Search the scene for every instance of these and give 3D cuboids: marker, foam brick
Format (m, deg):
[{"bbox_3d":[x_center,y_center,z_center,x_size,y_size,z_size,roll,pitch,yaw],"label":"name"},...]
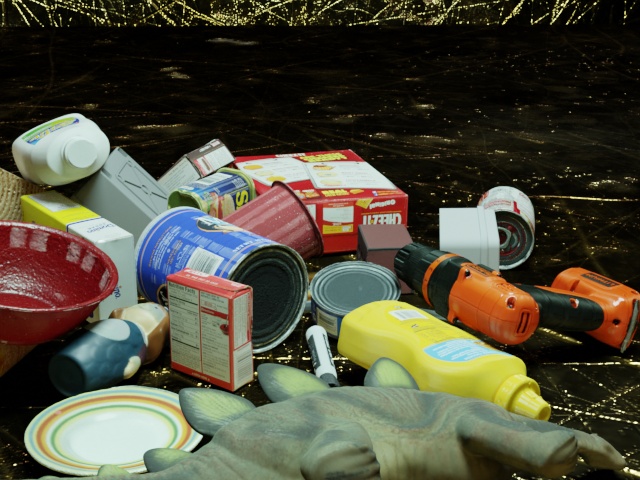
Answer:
[{"bbox_3d":[0.002,0.106,0.917,0.020,0.020,0.121,-2,19,-6],"label":"marker"},{"bbox_3d":[0.067,0.019,1.117,0.051,0.053,0.078,-1,19,-5],"label":"foam brick"}]

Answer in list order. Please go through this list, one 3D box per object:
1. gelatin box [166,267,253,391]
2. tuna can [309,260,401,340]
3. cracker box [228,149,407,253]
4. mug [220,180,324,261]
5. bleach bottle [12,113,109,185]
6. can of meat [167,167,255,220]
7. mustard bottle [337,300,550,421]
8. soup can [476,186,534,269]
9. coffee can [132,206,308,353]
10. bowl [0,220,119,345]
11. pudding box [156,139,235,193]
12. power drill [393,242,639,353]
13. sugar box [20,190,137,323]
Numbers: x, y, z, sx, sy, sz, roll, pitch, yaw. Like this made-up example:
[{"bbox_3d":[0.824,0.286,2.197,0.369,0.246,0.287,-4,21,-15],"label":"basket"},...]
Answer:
[{"bbox_3d":[-0.092,0.074,0.900,0.073,0.089,0.030,14,24,34],"label":"gelatin box"},{"bbox_3d":[0.033,0.057,1.004,0.086,0.034,0.086,-1,34,0],"label":"tuna can"},{"bbox_3d":[-0.008,-0.048,1.280,0.164,0.072,0.214,-5,19,-16],"label":"cracker box"},{"bbox_3d":[-0.057,0.001,1.110,0.081,0.093,0.117,-32,-11,-18],"label":"mug"},{"bbox_3d":[-0.268,-0.097,1.145,0.102,0.068,0.251,-26,13,-18],"label":"bleach bottle"},{"bbox_3d":[-0.117,-0.018,1.147,0.058,0.102,0.083,13,25,35],"label":"can of meat"},{"bbox_3d":[0.107,0.104,0.863,0.096,0.058,0.192,2,14,-40],"label":"mustard bottle"},{"bbox_3d":[0.205,-0.016,1.197,0.068,0.068,0.102,4,19,10],"label":"soup can"},{"bbox_3d":[-0.094,0.034,0.993,0.102,0.103,0.141,-16,25,-39],"label":"coffee can"},{"bbox_3d":[-0.253,0.041,0.887,0.162,0.055,0.162,13,22,-6],"label":"bowl"},{"bbox_3d":[-0.168,-0.070,1.300,0.114,0.039,0.089,-40,1,29],"label":"pudding box"},{"bbox_3d":[0.178,0.049,0.964,0.187,0.057,0.185,5,15,-29],"label":"power drill"},{"bbox_3d":[-0.241,0.017,1.055,0.048,0.093,0.176,-13,23,-33],"label":"sugar box"}]
